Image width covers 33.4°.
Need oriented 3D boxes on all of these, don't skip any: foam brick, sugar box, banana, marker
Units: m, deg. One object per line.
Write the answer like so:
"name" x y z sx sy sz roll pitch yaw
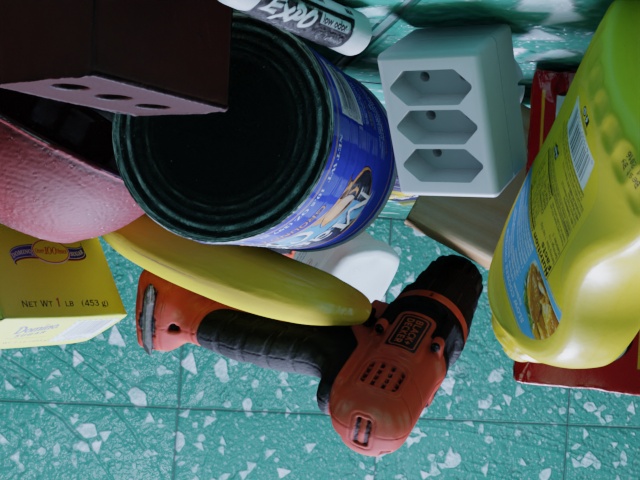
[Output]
"foam brick" -0.076 -0.078 0.398 0.053 0.051 0.078 3 179 34
"sugar box" -0.185 -0.025 0.623 0.048 0.176 0.093 -32 161 29
"banana" -0.066 0.004 0.607 0.198 0.037 0.069 26 -155 22
"marker" -0.017 -0.090 0.398 0.020 0.020 0.120 3 179 31

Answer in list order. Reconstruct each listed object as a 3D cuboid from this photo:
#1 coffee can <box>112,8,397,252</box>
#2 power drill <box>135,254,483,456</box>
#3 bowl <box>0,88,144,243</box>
"coffee can" -0.025 -0.047 0.525 0.103 0.103 0.140 4 179 16
"power drill" -0.004 0.040 0.656 0.188 0.057 0.184 16 -149 17
"bowl" -0.153 -0.045 0.550 0.162 0.055 0.162 31 -173 -5
